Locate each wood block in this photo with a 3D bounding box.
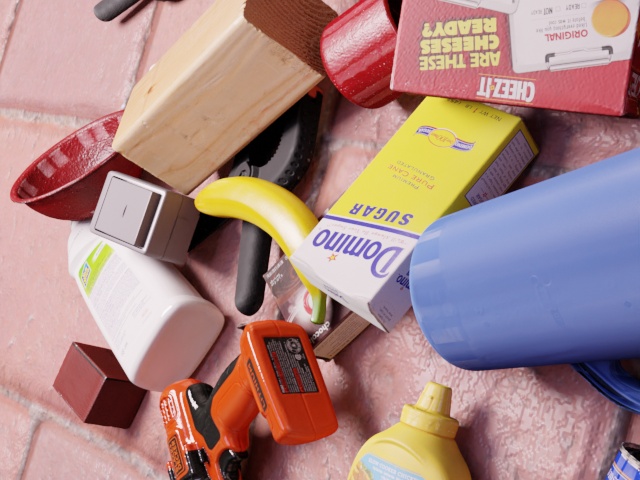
[{"bbox_3d":[-0.087,-0.141,0.948,0.206,0.090,0.090,-35,32,40],"label":"wood block"}]

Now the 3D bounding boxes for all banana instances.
[{"bbox_3d":[-0.044,-0.012,0.874,0.070,0.037,0.198,-57,46,10],"label":"banana"}]

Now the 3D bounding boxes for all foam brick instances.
[{"bbox_3d":[-0.215,0.141,1.040,0.078,0.052,0.051,33,100,47],"label":"foam brick"}]

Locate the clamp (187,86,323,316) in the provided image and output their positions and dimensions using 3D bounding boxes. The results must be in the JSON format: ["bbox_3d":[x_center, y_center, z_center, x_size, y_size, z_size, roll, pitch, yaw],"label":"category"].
[{"bbox_3d":[-0.064,-0.050,0.966,0.165,0.036,0.210,23,90,52],"label":"clamp"}]

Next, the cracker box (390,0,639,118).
[{"bbox_3d":[0.147,-0.197,0.722,0.164,0.072,0.214,11,98,26],"label":"cracker box"}]

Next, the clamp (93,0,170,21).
[{"bbox_3d":[-0.182,-0.308,1.172,0.172,0.039,0.120,-2,79,38],"label":"clamp"}]

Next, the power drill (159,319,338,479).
[{"bbox_3d":[-0.062,0.165,0.852,0.188,0.057,0.184,-48,53,40],"label":"power drill"}]

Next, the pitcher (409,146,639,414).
[{"bbox_3d":[0.179,0.023,0.647,0.243,0.144,0.149,-17,52,45],"label":"pitcher"}]

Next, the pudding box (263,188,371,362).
[{"bbox_3d":[0.015,0.029,0.859,0.114,0.039,0.090,-47,50,24],"label":"pudding box"}]

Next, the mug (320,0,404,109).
[{"bbox_3d":[0.058,-0.165,0.858,0.082,0.093,0.117,-28,27,41],"label":"mug"}]

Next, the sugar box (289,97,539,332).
[{"bbox_3d":[0.067,-0.026,0.779,0.176,0.048,0.093,-48,43,-11],"label":"sugar box"}]

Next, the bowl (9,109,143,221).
[{"bbox_3d":[-0.237,-0.069,1.102,0.162,0.055,0.162,-25,26,13],"label":"bowl"}]

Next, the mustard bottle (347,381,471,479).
[{"bbox_3d":[0.057,0.193,0.748,0.096,0.058,0.191,14,87,48],"label":"mustard bottle"}]

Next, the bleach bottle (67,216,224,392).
[{"bbox_3d":[-0.188,0.036,1.044,0.103,0.068,0.251,-56,43,12],"label":"bleach bottle"}]
